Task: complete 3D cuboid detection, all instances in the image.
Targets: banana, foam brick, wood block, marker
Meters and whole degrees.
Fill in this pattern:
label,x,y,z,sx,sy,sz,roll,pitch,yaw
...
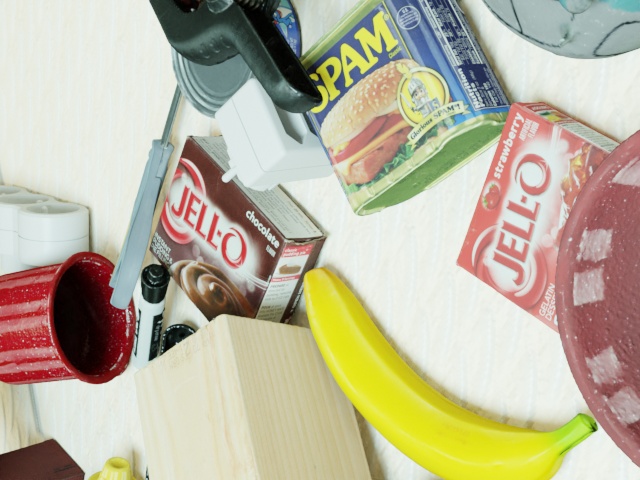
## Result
label,x,y,z,sx,sy,sz,roll,pitch,yaw
banana,0.055,0.081,0.569,0.198,0.037,0.070,27,98,38
foam brick,-0.239,0.203,0.861,0.053,0.078,0.051,35,119,36
wood block,-0.028,0.155,0.583,0.090,0.090,0.206,-35,57,35
marker,-0.114,0.053,0.716,0.020,0.020,0.121,56,152,23

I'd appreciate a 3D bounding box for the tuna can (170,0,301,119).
label,x,y,z,sx,sy,sz,roll,pitch,yaw
tuna can,-0.051,-0.116,0.638,0.086,0.033,0.086,11,105,44

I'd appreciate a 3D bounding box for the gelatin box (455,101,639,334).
label,x,y,z,sx,sy,sz,roll,pitch,yaw
gelatin box,0.109,-0.010,0.496,0.073,0.030,0.089,37,122,36

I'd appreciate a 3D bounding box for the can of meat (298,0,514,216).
label,x,y,z,sx,sy,sz,roll,pitch,yaw
can of meat,0.040,-0.071,0.538,0.102,0.057,0.084,-36,74,43

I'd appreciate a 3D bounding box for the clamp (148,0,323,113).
label,x,y,z,sx,sy,sz,roll,pitch,yaw
clamp,-0.039,-0.120,0.556,0.172,0.039,0.120,0,70,51

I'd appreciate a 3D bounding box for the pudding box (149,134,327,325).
label,x,y,z,sx,sy,sz,roll,pitch,yaw
pudding box,-0.054,0.001,0.659,0.114,0.039,0.090,44,127,32

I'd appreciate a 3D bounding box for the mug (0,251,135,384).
label,x,y,z,sx,sy,sz,roll,pitch,yaw
mug,-0.186,0.066,0.767,0.082,0.117,0.093,-9,52,27

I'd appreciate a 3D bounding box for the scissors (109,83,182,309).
label,x,y,z,sx,sy,sz,roll,pitch,yaw
scissors,-0.108,-0.040,0.694,0.096,0.016,0.202,-94,23,-56
